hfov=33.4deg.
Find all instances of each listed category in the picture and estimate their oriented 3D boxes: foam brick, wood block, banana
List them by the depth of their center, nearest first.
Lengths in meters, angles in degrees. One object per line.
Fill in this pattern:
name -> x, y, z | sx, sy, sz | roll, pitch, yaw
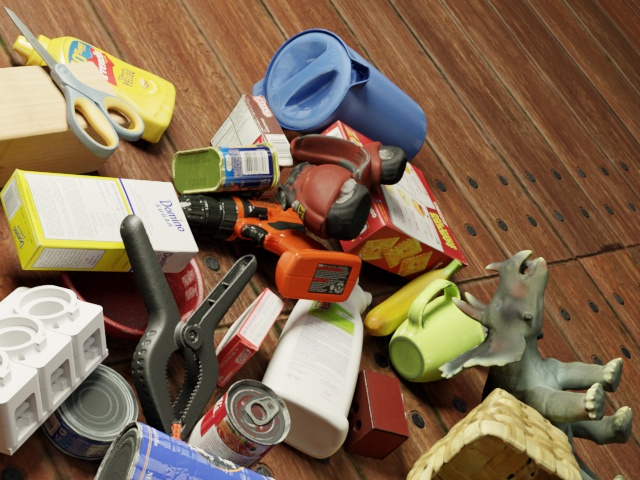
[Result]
wood block -> -0.312, -0.118, 1.107 | 0.205, 0.091, 0.090 | -17, 66, -50
foam brick -> 0.057, 0.189, 1.164 | 0.051, 0.053, 0.078 | 19, 41, -28
banana -> 0.100, 0.077, 1.307 | 0.037, 0.070, 0.197 | 40, 41, 16

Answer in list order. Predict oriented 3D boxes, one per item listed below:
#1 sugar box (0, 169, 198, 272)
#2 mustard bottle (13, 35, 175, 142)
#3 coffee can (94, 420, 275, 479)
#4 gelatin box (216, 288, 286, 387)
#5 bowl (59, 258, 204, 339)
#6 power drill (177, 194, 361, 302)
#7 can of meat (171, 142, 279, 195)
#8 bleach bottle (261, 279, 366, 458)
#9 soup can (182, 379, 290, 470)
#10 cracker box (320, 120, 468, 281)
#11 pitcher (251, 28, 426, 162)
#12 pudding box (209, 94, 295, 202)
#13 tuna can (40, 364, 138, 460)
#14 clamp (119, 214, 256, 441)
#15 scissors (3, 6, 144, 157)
sugar box -> -0.213, -0.016, 1.038 | 0.175, 0.048, 0.093 | 6, 49, -43
mustard bottle -> -0.266, -0.188, 1.249 | 0.191, 0.058, 0.096 | 24, 37, -22
coffee can -> -0.118, 0.229, 0.920 | 0.140, 0.103, 0.102 | 27, 39, -19
gelatin box -> -0.078, 0.101, 1.112 | 0.030, 0.073, 0.089 | 38, 36, -6
bowl -> -0.200, 0.043, 1.075 | 0.162, 0.055, 0.162 | 24, 40, -22
power drill -> -0.058, 0.001, 1.186 | 0.184, 0.057, 0.188 | 5, 22, -38
can of meat -> -0.112, -0.082, 1.247 | 0.083, 0.102, 0.057 | -6, 92, -42
bleach bottle -> 0.007, 0.117, 1.175 | 0.102, 0.068, 0.250 | 30, 38, -4
soup can -> -0.083, 0.185, 0.997 | 0.068, 0.102, 0.068 | 24, 40, -22
cracker box -> 0.083, -0.040, 1.362 | 0.213, 0.072, 0.164 | 24, 37, -52
pitcher -> 0.034, -0.176, 1.429 | 0.149, 0.145, 0.242 | 47, 14, 33
pudding box -> -0.083, -0.108, 1.308 | 0.039, 0.090, 0.113 | -1, 55, -40
tuna can -> -0.210, 0.154, 0.971 | 0.086, 0.034, 0.086 | 24, 40, -22
clamp -> -0.126, 0.089, 1.023 | 0.164, 0.036, 0.210 | 11, 75, -44
scissors -> -0.253, -0.169, 1.121 | 0.096, 0.016, 0.202 | -7, 59, -48
